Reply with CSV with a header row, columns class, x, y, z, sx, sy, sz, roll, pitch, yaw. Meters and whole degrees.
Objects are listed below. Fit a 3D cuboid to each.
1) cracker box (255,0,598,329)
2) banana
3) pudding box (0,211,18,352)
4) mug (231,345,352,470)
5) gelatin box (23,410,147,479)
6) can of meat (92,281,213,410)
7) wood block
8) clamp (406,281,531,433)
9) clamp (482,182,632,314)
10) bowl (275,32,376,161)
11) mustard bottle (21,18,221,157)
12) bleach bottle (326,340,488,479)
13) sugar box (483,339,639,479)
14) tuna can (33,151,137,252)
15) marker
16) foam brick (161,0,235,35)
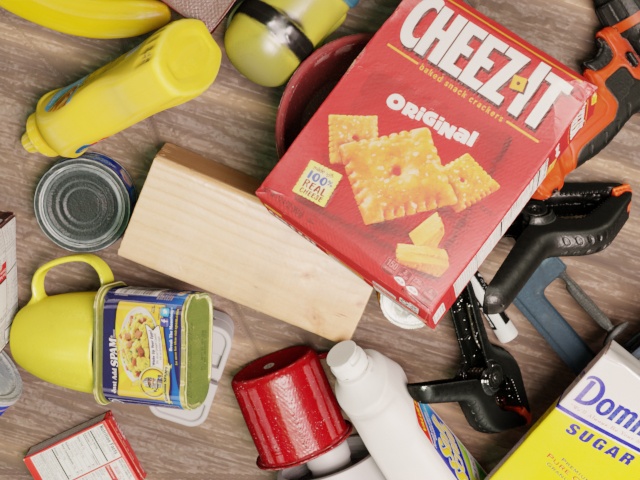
class,x,y,z,sx,sy,sz,roll,pitch,yaw
cracker box,0.080,-0.067,0.810,0.164,0.072,0.213,36,85,14
banana,-0.223,-0.208,0.877,0.197,0.037,0.070,27,125,-10
pudding box,-0.287,0.038,0.913,0.039,0.090,0.113,2,103,-4
mug,-0.019,0.141,0.951,0.117,0.093,0.081,-26,99,-27
gelatin box,-0.217,0.209,0.986,0.089,0.030,0.073,-26,101,5
can of meat,-0.138,0.088,0.885,0.084,0.057,0.102,3,96,19
wood block,-0.056,0.001,0.909,0.206,0.091,0.090,22,101,-6
clamp,0.139,0.108,0.939,0.171,0.039,0.120,37,67,-45
clamp,0.170,-0.014,0.905,0.209,0.165,0.036,-20,127,-26
bowl,0.033,-0.091,0.896,0.162,0.055,0.162,-2,98,-17
mustard bottle,-0.175,-0.113,0.870,0.192,0.096,0.058,-21,113,31
bleach bottle,0.081,0.183,0.915,0.068,0.102,0.250,-26,122,17
sugar box,0.215,0.177,0.872,0.093,0.048,0.176,40,113,10
tuna can,-0.204,-0.033,0.927,0.086,0.034,0.086,0,103,-1
marker,0.139,0.039,0.959,0.020,0.020,0.121,-32,102,6
foam brick,-0.088,-0.215,0.878,0.053,0.051,0.078,38,100,-10
